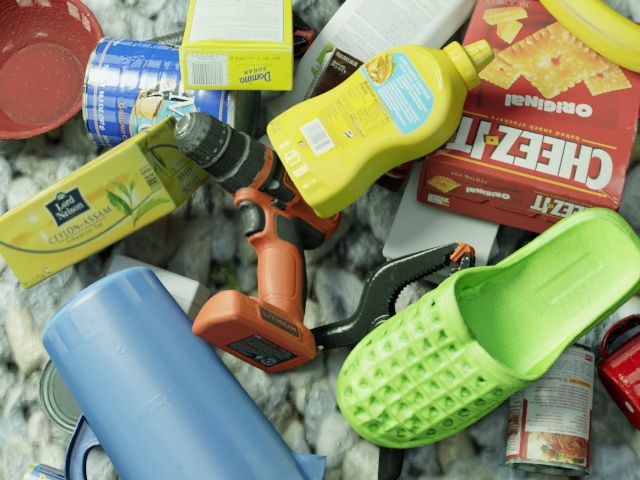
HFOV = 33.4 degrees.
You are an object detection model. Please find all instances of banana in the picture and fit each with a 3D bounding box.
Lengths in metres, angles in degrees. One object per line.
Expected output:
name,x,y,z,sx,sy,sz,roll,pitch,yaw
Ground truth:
banana,0.240,-0.197,0.929,0.198,0.037,0.069,43,42,21

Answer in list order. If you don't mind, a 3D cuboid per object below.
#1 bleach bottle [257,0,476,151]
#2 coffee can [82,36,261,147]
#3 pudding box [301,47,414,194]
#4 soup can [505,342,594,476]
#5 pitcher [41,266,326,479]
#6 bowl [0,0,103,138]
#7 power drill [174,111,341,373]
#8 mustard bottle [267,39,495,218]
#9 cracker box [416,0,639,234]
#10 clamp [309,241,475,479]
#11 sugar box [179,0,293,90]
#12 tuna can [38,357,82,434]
bleach bottle,0.028,-0.168,1.001,0.250,0.068,0.102,-45,76,-7
coffee can,-0.134,-0.129,0.982,0.140,0.103,0.103,8,73,8
pudding box,0.037,-0.105,0.946,0.113,0.039,0.090,26,90,-11
soup can,0.191,0.139,0.884,0.068,0.068,0.102,5,73,7
pitcher,-0.126,0.151,0.858,0.243,0.149,0.145,54,128,10
bowl,-0.280,-0.163,1.031,0.162,0.055,0.162,-2,72,5
power drill,-0.056,0.001,0.883,0.057,0.184,0.187,-24,47,37
mustard bottle,0.057,-0.105,0.873,0.192,0.058,0.096,-32,58,6
cracker box,0.191,-0.113,0.934,0.164,0.072,0.213,15,57,9
clamp,0.064,0.091,0.903,0.210,0.036,0.164,-44,77,11
sugar box,-0.070,-0.187,0.938,0.093,0.048,0.176,1,31,-1
tuna can,-0.202,0.131,0.941,0.086,0.034,0.086,-2,72,5
